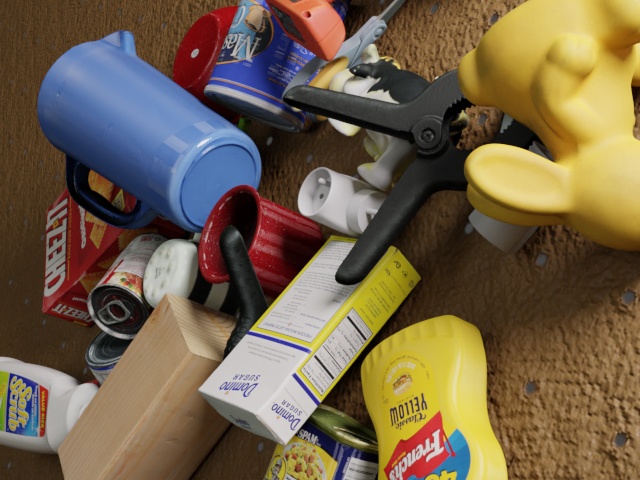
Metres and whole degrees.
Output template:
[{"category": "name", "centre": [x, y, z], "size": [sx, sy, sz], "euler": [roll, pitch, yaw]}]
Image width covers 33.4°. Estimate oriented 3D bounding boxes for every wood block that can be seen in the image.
[{"category": "wood block", "centre": [-0.153, 0.164, 1.006], "size": [0.206, 0.090, 0.091], "euler": [-54, 37, 18]}]

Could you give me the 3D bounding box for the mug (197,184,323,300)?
[{"category": "mug", "centre": [-0.056, 0.001, 0.975], "size": [0.093, 0.081, 0.117], "euler": [-59, 36, 11]}]

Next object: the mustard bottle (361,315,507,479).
[{"category": "mustard bottle", "centre": [0.080, 0.153, 0.731], "size": [0.096, 0.058, 0.191], "euler": [-32, 48, 32]}]

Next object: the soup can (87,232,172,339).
[{"category": "soup can", "centre": [-0.187, 0.045, 1.102], "size": [0.069, 0.068, 0.102], "euler": [-38, 14, 35]}]

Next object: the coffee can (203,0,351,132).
[{"category": "coffee can", "centre": [-0.041, -0.190, 1.043], "size": [0.103, 0.102, 0.140], "euler": [17, 85, 55]}]

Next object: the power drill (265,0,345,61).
[{"category": "power drill", "centre": [0.053, -0.237, 0.931], "size": [0.187, 0.057, 0.185], "euler": [-38, 35, -7]}]

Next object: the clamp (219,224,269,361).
[{"category": "clamp", "centre": [-0.031, 0.071, 0.910], "size": [0.039, 0.120, 0.171], "euler": [-157, 68, -66]}]

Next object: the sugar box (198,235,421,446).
[{"category": "sugar box", "centre": [-0.008, 0.075, 0.845], "size": [0.176, 0.048, 0.093], "euler": [-51, 29, -19]}]

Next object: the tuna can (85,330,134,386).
[{"category": "tuna can", "centre": [-0.199, 0.114, 1.106], "size": [0.086, 0.033, 0.086], "euler": [-21, 28, 11]}]

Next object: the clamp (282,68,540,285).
[{"category": "clamp", "centre": [0.076, -0.080, 0.802], "size": [0.210, 0.036, 0.164], "euler": [-27, 74, 12]}]

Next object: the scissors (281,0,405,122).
[{"category": "scissors", "centre": [0.046, -0.179, 0.985], "size": [0.201, 0.096, 0.016], "euler": [-40, 67, -10]}]

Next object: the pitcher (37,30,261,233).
[{"category": "pitcher", "centre": [-0.174, -0.093, 1.078], "size": [0.144, 0.149, 0.243], "euler": [-37, 47, -21]}]

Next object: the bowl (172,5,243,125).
[{"category": "bowl", "centre": [-0.117, -0.201, 1.192], "size": [0.162, 0.055, 0.162], "euler": [-30, 49, 42]}]

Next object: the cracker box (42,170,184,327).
[{"category": "cracker box", "centre": [-0.246, -0.024, 1.249], "size": [0.214, 0.072, 0.164], "euler": [-40, 43, 35]}]

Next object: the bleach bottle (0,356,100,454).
[{"category": "bleach bottle", "centre": [-0.296, 0.179, 1.158], "size": [0.251, 0.068, 0.102], "euler": [-7, 67, 49]}]

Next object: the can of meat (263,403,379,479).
[{"category": "can of meat", "centre": [0.003, 0.179, 0.821], "size": [0.102, 0.057, 0.084], "euler": [21, 91, 56]}]
